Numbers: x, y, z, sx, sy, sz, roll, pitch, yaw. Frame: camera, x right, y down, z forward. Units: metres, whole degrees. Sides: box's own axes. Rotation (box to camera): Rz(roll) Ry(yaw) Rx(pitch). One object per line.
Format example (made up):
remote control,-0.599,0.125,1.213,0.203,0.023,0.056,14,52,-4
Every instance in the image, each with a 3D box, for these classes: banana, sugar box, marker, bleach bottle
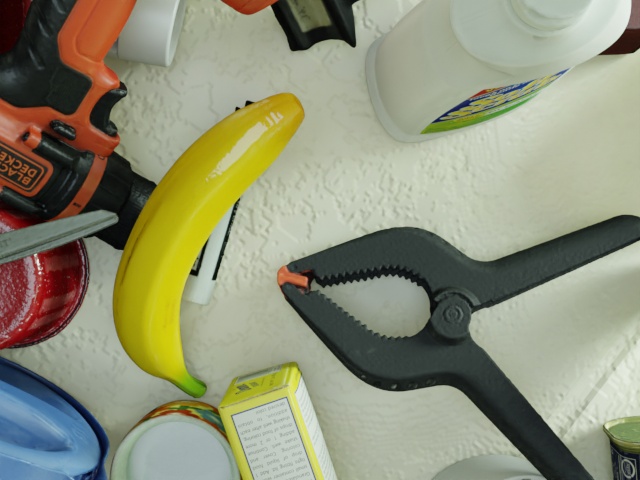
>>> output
banana,-0.071,0.003,0.575,0.069,0.037,0.198,3,124,-32
sugar box,-0.006,0.159,0.588,0.048,0.093,0.176,-17,91,2
marker,-0.056,-0.022,0.619,0.020,0.020,0.121,17,92,0
bleach bottle,0.076,-0.093,0.499,0.102,0.251,0.068,-17,92,1

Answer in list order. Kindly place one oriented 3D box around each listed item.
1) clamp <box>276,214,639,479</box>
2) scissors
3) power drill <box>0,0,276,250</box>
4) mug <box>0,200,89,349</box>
clamp,0.082,0.037,0.604,0.210,0.036,0.164,20,77,8
scissors,-0.213,0.001,0.541,0.201,0.016,0.096,-31,87,-2
power drill,-0.101,-0.086,0.553,0.184,0.057,0.188,31,108,-34
mug,-0.195,0.018,0.591,0.117,0.081,0.093,5,92,1
